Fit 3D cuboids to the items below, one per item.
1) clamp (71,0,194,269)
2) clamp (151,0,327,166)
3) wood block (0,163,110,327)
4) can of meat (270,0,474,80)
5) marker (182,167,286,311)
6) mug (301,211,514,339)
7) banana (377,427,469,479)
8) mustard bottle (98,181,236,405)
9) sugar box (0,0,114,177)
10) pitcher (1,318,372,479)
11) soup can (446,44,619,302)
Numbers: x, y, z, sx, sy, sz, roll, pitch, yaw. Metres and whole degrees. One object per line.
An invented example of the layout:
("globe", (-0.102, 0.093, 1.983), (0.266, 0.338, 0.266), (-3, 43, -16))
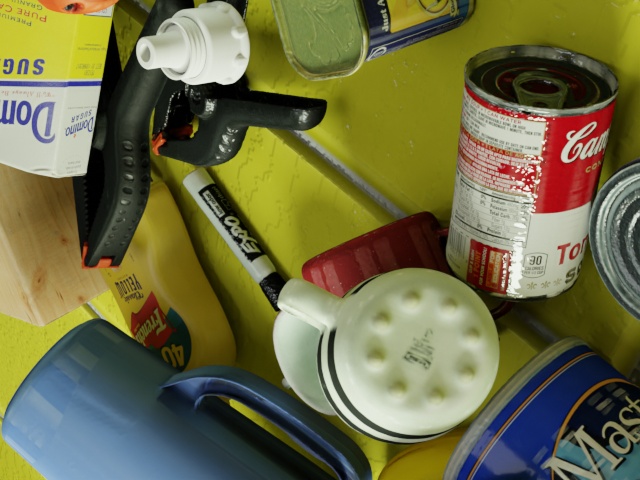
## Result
("clamp", (-0.144, -0.085, 0.730), (0.165, 0.036, 0.210), (40, 123, 50))
("clamp", (-0.066, -0.106, 0.675), (0.172, 0.039, 0.120), (-20, 83, 51))
("wood block", (-0.245, -0.046, 0.867), (0.091, 0.090, 0.206), (7, 121, 51))
("can of meat", (0.021, -0.138, 0.511), (0.058, 0.083, 0.102), (1, 111, 51))
("marker", (-0.055, 0.001, 0.738), (0.121, 0.020, 0.020), (53, 142, 14))
("mug", (0.050, 0.031, 0.582), (0.117, 0.093, 0.081), (-24, 86, 26))
("banana", (0.079, 0.150, 0.654), (0.069, 0.037, 0.198), (39, 142, 1))
("mustard bottle", (-0.113, 0.057, 0.809), (0.096, 0.058, 0.191), (-22, 93, 48))
("sugar box", (-0.184, -0.136, 0.686), (0.093, 0.048, 0.176), (17, 103, 20))
("pitcher", (-0.089, 0.156, 0.731), (0.243, 0.149, 0.145), (37, 163, 5))
("soup can", (0.095, -0.031, 0.497), (0.069, 0.068, 0.102), (31, 133, 36))
